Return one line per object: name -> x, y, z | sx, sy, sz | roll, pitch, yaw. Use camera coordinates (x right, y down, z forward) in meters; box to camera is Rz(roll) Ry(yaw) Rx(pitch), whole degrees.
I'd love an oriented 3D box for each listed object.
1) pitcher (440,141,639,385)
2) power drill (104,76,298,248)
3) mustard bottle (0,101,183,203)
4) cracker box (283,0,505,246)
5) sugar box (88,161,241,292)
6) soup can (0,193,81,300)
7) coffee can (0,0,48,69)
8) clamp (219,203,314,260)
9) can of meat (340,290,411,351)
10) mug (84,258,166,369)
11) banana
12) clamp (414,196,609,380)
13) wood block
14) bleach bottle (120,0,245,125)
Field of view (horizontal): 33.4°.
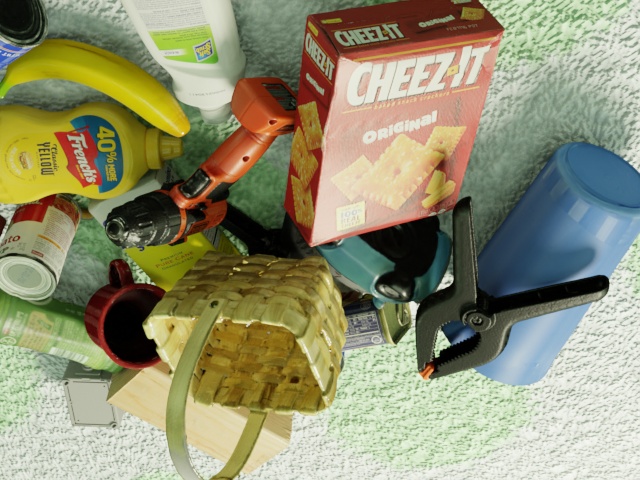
pitcher -> 0.236, 0.022, 1.081 | 0.145, 0.149, 0.243 | 29, 128, 2
power drill -> -0.103, -0.069, 0.992 | 0.188, 0.184, 0.057 | -44, 83, 22
mustard bottle -> -0.232, -0.088, 1.056 | 0.191, 0.058, 0.096 | -2, 108, 1
cracker box -> 0.062, -0.106, 0.962 | 0.164, 0.072, 0.214 | -14, 138, -23
sugar box -> -0.159, -0.001, 1.145 | 0.093, 0.048, 0.176 | -22, 128, 24
soup can -> -0.292, 0.003, 1.101 | 0.068, 0.102, 0.068 | 4, 135, 3
coffee can -> -0.330, -0.186, 0.953 | 0.140, 0.102, 0.102 | -26, 125, 26
clamp -> -0.057, 0.001, 1.143 | 0.120, 0.039, 0.171 | 2, 131, 19
can of meat -> 0.046, 0.085, 1.167 | 0.084, 0.102, 0.057 | -12, 97, 20
mug -> -0.213, 0.077, 1.171 | 0.093, 0.082, 0.117 | -17, 102, -26
banana -> -0.213, -0.150, 1.003 | 0.198, 0.037, 0.070 | 14, 129, 11
clamp -> 0.163, 0.067, 1.028 | 0.164, 0.036, 0.210 | 25, 127, -3
wood block -> -0.140, 0.186, 1.285 | 0.206, 0.090, 0.090 | 33, 127, -22
bleach bottle -> -0.130, -0.206, 0.942 | 0.103, 0.068, 0.251 | -1, 136, 14
